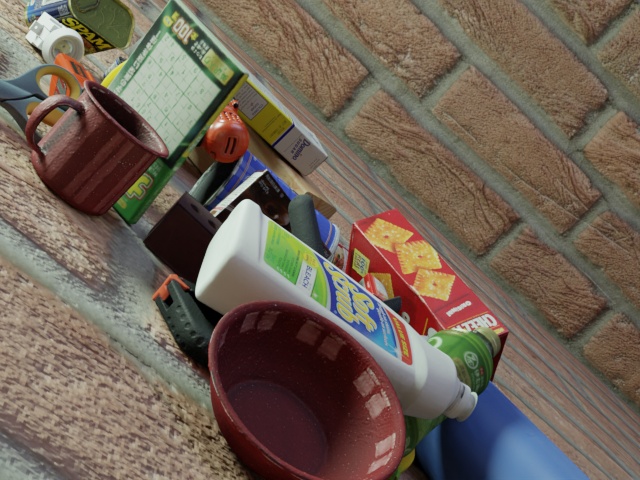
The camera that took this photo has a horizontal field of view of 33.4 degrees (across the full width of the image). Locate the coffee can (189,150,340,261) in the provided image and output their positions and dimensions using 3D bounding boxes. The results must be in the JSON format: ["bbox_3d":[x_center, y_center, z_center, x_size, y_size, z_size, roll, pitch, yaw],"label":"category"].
[{"bbox_3d":[-0.064,-0.018,1.123,0.140,0.103,0.103,41,10,-19],"label":"coffee can"}]

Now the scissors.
[{"bbox_3d":[-0.278,-0.144,0.923,0.201,0.016,0.096,38,45,-36],"label":"scissors"}]

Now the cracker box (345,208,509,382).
[{"bbox_3d":[0.106,0.095,1.205,0.214,0.072,0.164,52,-32,37],"label":"cracker box"}]

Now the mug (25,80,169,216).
[{"bbox_3d":[-0.196,-0.079,0.897,0.117,0.081,0.093,33,15,-50],"label":"mug"}]

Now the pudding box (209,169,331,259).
[{"bbox_3d":[-0.057,0.001,1.046,0.113,0.090,0.039,52,-20,-15],"label":"pudding box"}]

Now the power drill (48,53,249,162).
[{"bbox_3d":[-0.177,-0.143,1.091,0.187,0.057,0.184,5,24,-24],"label":"power drill"}]

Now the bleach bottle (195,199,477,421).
[{"bbox_3d":[0.021,0.071,0.875,0.250,0.068,0.102,32,27,-14],"label":"bleach bottle"}]

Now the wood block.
[{"bbox_3d":[-0.085,-0.087,1.367,0.206,0.091,0.090,49,11,28],"label":"wood block"}]

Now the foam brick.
[{"bbox_3d":[-0.115,0.003,0.977,0.078,0.051,0.053,43,10,-9],"label":"foam brick"}]

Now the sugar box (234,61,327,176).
[{"bbox_3d":[-0.071,-0.160,1.319,0.176,0.048,0.093,45,9,-25],"label":"sugar box"}]

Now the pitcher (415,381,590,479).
[{"bbox_3d":[0.189,0.238,1.010,0.243,0.145,0.149,51,-11,50],"label":"pitcher"}]

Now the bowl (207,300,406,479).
[{"bbox_3d":[-0.020,0.121,0.762,0.162,0.055,0.162,25,36,-20],"label":"bowl"}]

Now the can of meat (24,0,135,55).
[{"bbox_3d":[-0.287,-0.264,1.270,0.102,0.084,0.057,34,59,-49],"label":"can of meat"}]

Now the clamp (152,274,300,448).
[{"bbox_3d":[-0.059,0.093,0.855,0.171,0.039,0.120,48,14,9],"label":"clamp"}]

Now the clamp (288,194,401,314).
[{"bbox_3d":[0.002,0.062,0.986,0.164,0.036,0.209,51,35,-17],"label":"clamp"}]
